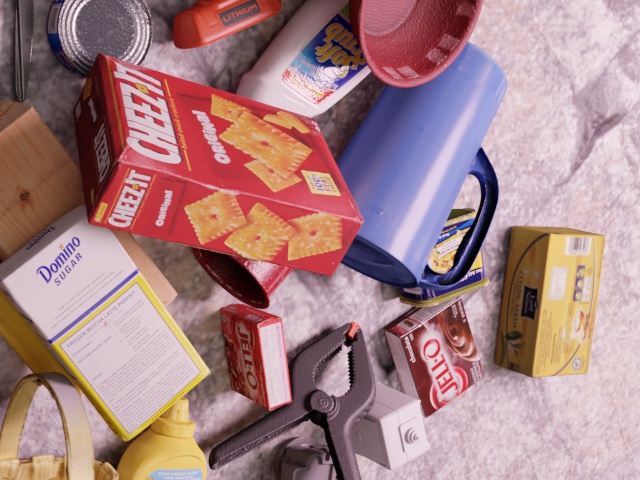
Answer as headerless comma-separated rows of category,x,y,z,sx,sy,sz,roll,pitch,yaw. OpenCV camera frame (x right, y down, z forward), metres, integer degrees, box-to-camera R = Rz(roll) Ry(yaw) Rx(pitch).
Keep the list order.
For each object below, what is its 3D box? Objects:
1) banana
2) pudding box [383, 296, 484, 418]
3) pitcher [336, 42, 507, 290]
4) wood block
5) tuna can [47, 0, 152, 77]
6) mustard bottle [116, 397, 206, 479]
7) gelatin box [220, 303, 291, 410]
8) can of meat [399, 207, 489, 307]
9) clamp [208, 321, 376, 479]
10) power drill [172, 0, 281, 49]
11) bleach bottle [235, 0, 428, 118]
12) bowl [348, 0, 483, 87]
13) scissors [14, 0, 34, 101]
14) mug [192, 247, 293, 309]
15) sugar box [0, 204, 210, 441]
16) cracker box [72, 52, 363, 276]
banana,-0.267,0.064,0.894,0.037,0.069,0.197,-27,128,13
pudding box,0.127,0.126,1.183,0.089,0.039,0.113,-31,114,-25
pitcher,0.099,-0.077,1.072,0.149,0.145,0.242,43,71,-45
wood block,-0.225,-0.007,0.893,0.090,0.090,0.206,-43,119,-19
tuna can,-0.190,-0.181,0.918,0.085,0.034,0.086,-7,102,-33
mustard bottle,-0.154,0.241,1.003,0.096,0.058,0.191,12,92,-47
gelatin box,-0.063,0.111,1.032,0.030,0.073,0.089,-16,107,-31
can of meat,0.129,0.016,1.154,0.101,0.058,0.084,-18,106,-31
clamp,0.007,0.178,1.067,0.164,0.036,0.209,29,58,6
power drill,-0.119,-0.268,0.932,0.184,0.057,0.187,-29,114,-29
bleach bottle,0.001,-0.173,1.032,0.250,0.068,0.102,-51,126,-12
bowl,0.079,-0.225,0.982,0.161,0.055,0.162,-24,129,-33
scissors,-0.258,-0.224,0.874,0.096,0.016,0.202,18,87,-37
mug,-0.057,0.001,0.996,0.093,0.117,0.081,42,68,-3
sugar box,-0.175,0.067,0.858,0.093,0.048,0.176,-40,114,-20
cracker box,-0.088,-0.064,0.887,0.213,0.164,0.072,14,122,-27
